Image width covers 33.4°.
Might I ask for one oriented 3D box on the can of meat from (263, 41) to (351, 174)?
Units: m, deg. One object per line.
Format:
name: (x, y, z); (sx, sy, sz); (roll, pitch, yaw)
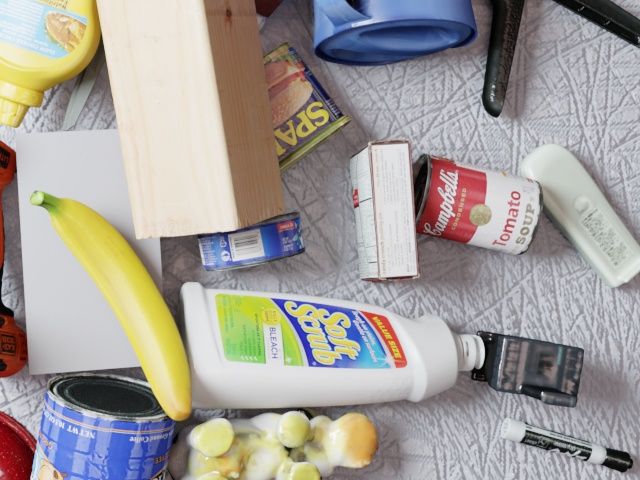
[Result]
can of meat: (-0.040, -0.102, 0.885); (0.102, 0.057, 0.084); (-37, 91, -8)

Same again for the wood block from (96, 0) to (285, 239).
wood block: (-0.097, -0.112, 0.807); (0.090, 0.090, 0.206); (-5, 98, 24)

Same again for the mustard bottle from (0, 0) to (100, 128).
mustard bottle: (-0.214, -0.180, 0.825); (0.096, 0.058, 0.192); (18, 95, -3)

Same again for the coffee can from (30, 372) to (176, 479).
coffee can: (-0.171, 0.184, 0.820); (0.102, 0.103, 0.140); (11, 98, -8)

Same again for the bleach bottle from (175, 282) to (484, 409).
bleach bottle: (0.011, 0.086, 0.878); (0.250, 0.068, 0.102); (1, 51, -14)

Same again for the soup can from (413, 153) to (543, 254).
soup can: (0.128, -0.030, 0.902); (0.102, 0.068, 0.068); (12, 86, -8)

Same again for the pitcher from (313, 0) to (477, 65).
pitcher: (0.045, -0.271, 0.861); (0.145, 0.149, 0.243); (-5, 85, -10)

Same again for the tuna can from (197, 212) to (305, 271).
tuna can: (-0.056, 0.001, 0.864); (0.086, 0.086, 0.034); (-11, 93, -9)

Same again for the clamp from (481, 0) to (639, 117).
clamp: (0.172, -0.220, 0.929); (0.164, 0.036, 0.210); (-32, 91, -9)

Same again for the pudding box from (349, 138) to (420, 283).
pudding box: (0.053, -0.022, 0.879); (0.039, 0.090, 0.113); (-6, 89, -8)

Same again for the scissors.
scissors: (-0.152, -0.180, 0.875); (0.096, 0.016, 0.202); (7, 78, -14)

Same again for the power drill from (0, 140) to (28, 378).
power drill: (-0.268, 0.011, 0.793); (0.057, 0.184, 0.187); (-4, 81, 1)

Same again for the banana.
banana: (-0.149, 0.043, 0.798); (0.037, 0.069, 0.198); (-31, 97, 26)

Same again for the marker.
marker: (0.217, 0.180, 0.933); (0.121, 0.020, 0.020); (17, 86, -8)
